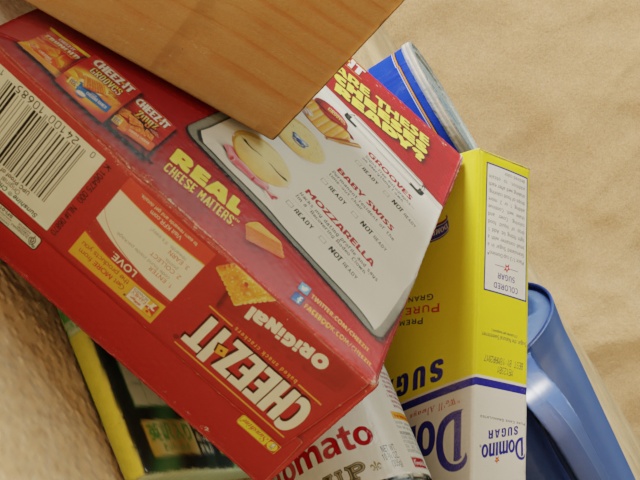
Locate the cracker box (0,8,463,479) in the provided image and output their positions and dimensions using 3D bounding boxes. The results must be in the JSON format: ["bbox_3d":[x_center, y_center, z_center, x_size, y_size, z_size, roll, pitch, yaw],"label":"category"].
[{"bbox_3d":[-0.035,-0.030,0.430,0.164,0.072,0.213,42,27,-6],"label":"cracker box"}]

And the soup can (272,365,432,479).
[{"bbox_3d":[0.002,0.079,0.485,0.068,0.068,0.102,37,26,-59],"label":"soup can"}]

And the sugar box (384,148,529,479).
[{"bbox_3d":[0.056,0.051,0.533,0.048,0.094,0.176,19,68,-36],"label":"sugar box"}]
